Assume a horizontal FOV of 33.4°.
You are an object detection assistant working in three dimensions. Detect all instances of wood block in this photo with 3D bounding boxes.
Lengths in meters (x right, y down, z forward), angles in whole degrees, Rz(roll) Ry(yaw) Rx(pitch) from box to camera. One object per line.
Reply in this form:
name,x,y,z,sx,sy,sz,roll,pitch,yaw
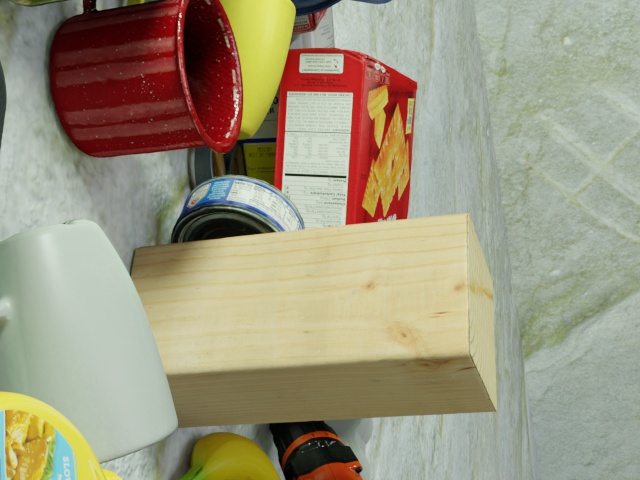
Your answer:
wood block,-0.005,0.052,0.639,0.090,0.206,0.090,59,29,-55

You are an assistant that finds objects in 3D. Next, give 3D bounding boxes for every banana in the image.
banana,-0.052,0.186,0.751,0.069,0.037,0.197,-56,143,-24

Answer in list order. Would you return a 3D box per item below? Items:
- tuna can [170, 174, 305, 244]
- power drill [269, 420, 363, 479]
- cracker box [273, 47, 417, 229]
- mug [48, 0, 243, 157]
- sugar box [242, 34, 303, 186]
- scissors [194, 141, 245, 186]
tuna can,-0.055,0.001,0.705,0.033,0.086,0.086,-73,152,-50
power drill,0.005,0.234,0.824,0.184,0.057,0.188,-126,-154,-61
cracker box,0.022,-0.029,0.818,0.164,0.072,0.214,0,93,-72
mug,-0.099,-0.101,0.590,0.093,0.082,0.117,-57,139,-65
sugar box,-0.031,-0.072,0.851,0.093,0.048,0.176,-72,161,-63
scissors,-0.073,0.011,0.762,0.096,0.016,0.201,61,27,-61
